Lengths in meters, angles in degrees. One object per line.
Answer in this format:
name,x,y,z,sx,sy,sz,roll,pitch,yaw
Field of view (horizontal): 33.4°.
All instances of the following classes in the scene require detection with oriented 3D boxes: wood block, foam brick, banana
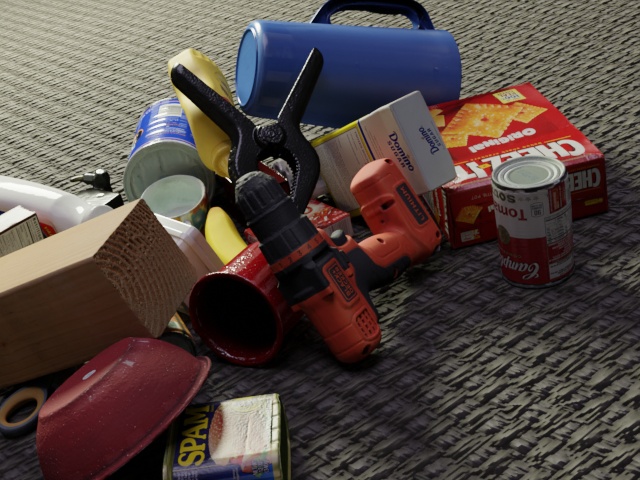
wood block,-0.221,0.051,0.926,0.206,0.090,0.090,-20,26,32
foam brick,-0.069,-0.048,1.172,0.051,0.053,0.078,-23,29,-19
banana,-0.065,0.016,1.057,0.198,0.037,0.069,19,65,47

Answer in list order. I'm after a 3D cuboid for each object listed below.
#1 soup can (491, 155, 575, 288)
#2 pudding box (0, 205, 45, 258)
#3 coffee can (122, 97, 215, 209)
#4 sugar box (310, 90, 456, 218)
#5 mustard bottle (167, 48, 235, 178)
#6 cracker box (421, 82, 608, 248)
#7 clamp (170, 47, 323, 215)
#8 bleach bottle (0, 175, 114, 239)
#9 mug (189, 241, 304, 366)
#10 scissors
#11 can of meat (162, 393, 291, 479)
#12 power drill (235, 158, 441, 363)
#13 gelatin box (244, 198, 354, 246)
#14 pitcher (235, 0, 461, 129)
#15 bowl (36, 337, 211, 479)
soup can,0.192,-0.017,0.963,0.068,0.102,0.068,-9,29,5
pudding box,-0.331,0.030,1.093,0.039,0.090,0.113,15,38,39
coffee can,-0.172,-0.095,1.246,0.103,0.103,0.140,-11,28,2
sugar box,0.060,-0.082,1.071,0.048,0.093,0.177,-28,6,-29
mustard bottle,-0.114,-0.127,1.168,0.058,0.096,0.192,-30,42,5
cracker box,0.184,-0.087,1.126,0.164,0.072,0.214,-14,29,-3
clamp,-0.065,-0.104,1.090,0.164,0.036,0.210,-3,68,-12
bleach bottle,-0.300,-0.021,1.159,0.251,0.102,0.068,7,35,33
mug,-0.066,0.056,0.957,0.117,0.093,0.081,-25,12,36
scissors,-0.247,0.119,0.976,0.096,0.016,0.202,-16,28,-8
can of meat,-0.067,0.160,0.788,0.084,0.057,0.102,-8,28,3
power drill,0.020,-0.005,0.952,0.057,0.184,0.187,-27,7,41
gelatin box,-0.022,-0.008,1.106,0.089,0.030,0.073,-29,32,-29
pitcher,0.030,-0.198,1.231,0.242,0.145,0.149,3,34,-19
bowl,-0.163,0.124,0.818,0.162,0.055,0.162,-36,12,9
